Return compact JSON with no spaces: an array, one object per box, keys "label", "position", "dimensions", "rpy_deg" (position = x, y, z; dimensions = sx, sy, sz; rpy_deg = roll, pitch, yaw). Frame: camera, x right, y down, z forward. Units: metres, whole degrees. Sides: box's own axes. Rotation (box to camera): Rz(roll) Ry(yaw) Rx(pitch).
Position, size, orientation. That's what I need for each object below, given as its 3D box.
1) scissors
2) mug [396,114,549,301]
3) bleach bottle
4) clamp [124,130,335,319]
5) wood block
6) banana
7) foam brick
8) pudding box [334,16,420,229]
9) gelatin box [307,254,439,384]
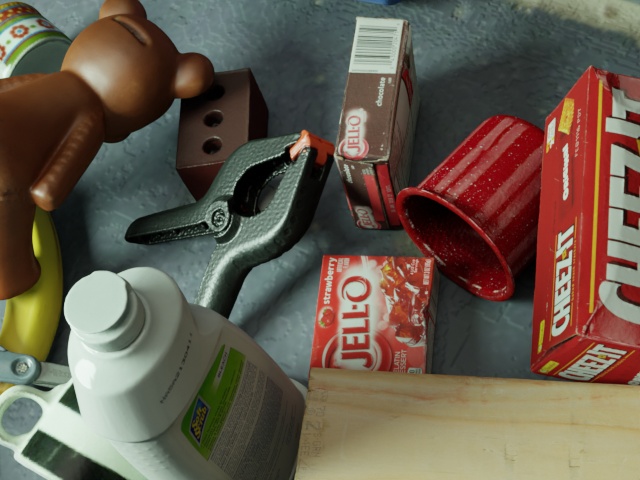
[{"label":"scissors","position":[-0.199,0.065,0.687],"dimensions":[0.201,0.016,0.096],"rpy_deg":[-3,71,-10]},{"label":"mug","position":[0.102,-0.024,0.671],"dimensions":[0.081,0.093,0.117],"rpy_deg":[-45,25,-17]},{"label":"bleach bottle","position":[-0.066,0.076,0.554],"dimensions":[0.068,0.250,0.102],"rpy_deg":[8,64,17]},{"label":"clamp","position":[-0.054,0.001,0.685],"dimensions":[0.172,0.039,0.120],"rpy_deg":[-36,66,29]},{"label":"wood block","position":[0.097,0.130,0.579],"dimensions":[0.206,0.091,0.090],"rpy_deg":[2,64,14]},{"label":"banana","position":[-0.214,0.014,0.743],"dimensions":[0.069,0.037,0.198],"rpy_deg":[-21,65,-8]},{"label":"foam brick","position":[-0.068,-0.072,0.749],"dimensions":[0.053,0.051,0.078],"rpy_deg":[-7,61,10]},{"label":"pudding box","position":[0.039,-0.076,0.703],"dimensions":[0.039,0.090,0.113],"rpy_deg":[5,63,13]},{"label":"gelatin box","position":[0.034,0.054,0.669],"dimensions":[0.073,0.030,0.089],"rpy_deg":[1,62,14]}]
